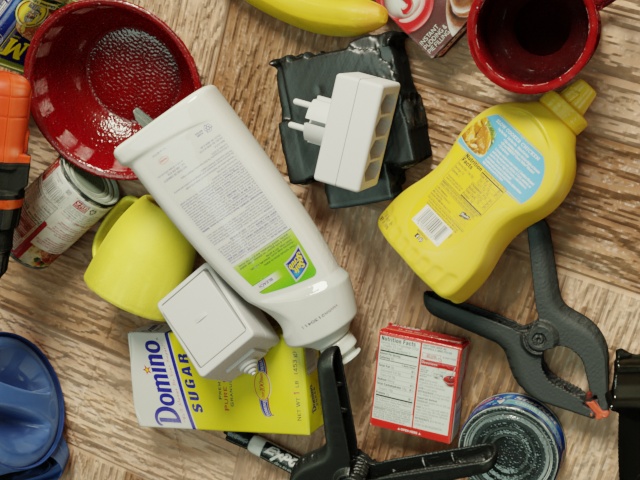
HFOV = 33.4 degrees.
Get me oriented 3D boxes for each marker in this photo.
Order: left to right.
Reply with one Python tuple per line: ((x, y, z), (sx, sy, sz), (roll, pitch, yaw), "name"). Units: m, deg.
((-0.035, 0.198, 0.974), (0.121, 0.020, 0.020), (24, 108, 16), "marker")

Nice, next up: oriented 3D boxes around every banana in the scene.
((-0.033, -0.210, 0.873), (0.198, 0.070, 0.037), (33, 71, 12), "banana")

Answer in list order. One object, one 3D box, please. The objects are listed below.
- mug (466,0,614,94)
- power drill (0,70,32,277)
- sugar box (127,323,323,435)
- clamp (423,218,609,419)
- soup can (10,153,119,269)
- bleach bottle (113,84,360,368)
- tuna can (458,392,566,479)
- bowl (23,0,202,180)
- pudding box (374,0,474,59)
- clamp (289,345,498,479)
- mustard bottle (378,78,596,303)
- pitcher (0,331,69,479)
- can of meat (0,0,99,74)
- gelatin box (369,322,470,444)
((0.173, -0.163, 0.789), (0.117, 0.081, 0.093), (-29, 89, 24), "mug")
((-0.305, -0.070, 0.954), (0.188, 0.057, 0.184), (32, 113, 55), "power drill")
((-0.087, 0.124, 0.965), (0.176, 0.048, 0.093), (-3, 97, 20), "sugar box")
((0.166, 0.076, 0.861), (0.120, 0.039, 0.171), (-30, 89, 26), "clamp")
((-0.244, -0.029, 0.986), (0.102, 0.068, 0.068), (-39, 85, 23), "soup can")
((-0.056, 0.001, 0.878), (0.103, 0.068, 0.251), (-33, 97, 12), "bleach bottle")
((0.158, 0.172, 0.885), (0.086, 0.033, 0.086), (4, 102, 21), "tuna can")
((-0.173, -0.136, 0.932), (0.162, 0.055, 0.162), (5, 115, 10), "bowl")
((0.097, -0.212, 0.832), (0.090, 0.039, 0.114), (47, 112, 8), "pudding box")
((0.042, 0.200, 0.903), (0.164, 0.036, 0.210), (27, 123, 5), "clamp")
((0.139, -0.049, 0.826), (0.192, 0.058, 0.096), (-47, 56, 12), "mustard bottle")
((-0.376, 0.194, 1.058), (0.243, 0.144, 0.149), (-21, 79, 27), "pitcher")
((-0.248, -0.194, 0.939), (0.084, 0.101, 0.057), (-46, 60, 19), "can of meat")
((0.084, 0.120, 0.907), (0.073, 0.030, 0.089), (10, 103, 21), "gelatin box")
